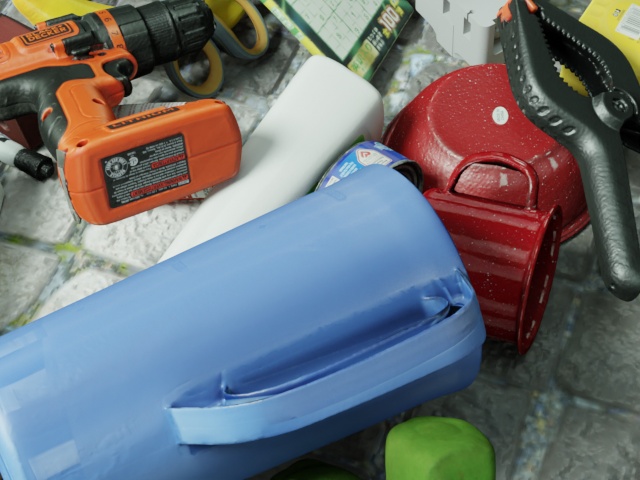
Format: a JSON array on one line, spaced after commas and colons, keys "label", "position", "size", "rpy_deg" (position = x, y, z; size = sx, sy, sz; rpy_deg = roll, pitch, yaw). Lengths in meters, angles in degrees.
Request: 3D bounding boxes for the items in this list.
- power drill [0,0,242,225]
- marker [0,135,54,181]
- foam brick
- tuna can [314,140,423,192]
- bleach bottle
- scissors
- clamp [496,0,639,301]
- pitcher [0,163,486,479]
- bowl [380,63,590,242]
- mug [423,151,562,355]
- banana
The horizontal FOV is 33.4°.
[{"label": "power drill", "position": [-0.123, -0.092, 0.676], "size": [0.184, 0.057, 0.188], "rpy_deg": [-23, 39, -20]}, {"label": "marker", "position": [-0.245, -0.072, 0.784], "size": [0.121, 0.020, 0.020], "rpy_deg": [24, 61, 20]}, {"label": "foam brick", "position": [-0.221, -0.114, 0.776], "size": [0.053, 0.078, 0.051], "rpy_deg": [29, 63, 25]}, {"label": "tuna can", "position": [0.027, -0.020, 0.682], "size": [0.034, 0.086, 0.086], "rpy_deg": [32, 64, 25]}, {"label": "bleach bottle", "position": [-0.054, 0.001, 0.679], "size": [0.068, 0.102, 0.250], "rpy_deg": [34, 70, 10]}, {"label": "scissors", "position": [-0.121, -0.177, 0.765], "size": [0.016, 0.201, 0.096], "rpy_deg": [15, 77, 55]}, {"label": "clamp", "position": [0.177, -0.069, 0.675], "size": [0.164, 0.036, 0.210], "rpy_deg": [-36, 82, -36]}, {"label": "pitcher", "position": [-0.044, 0.062, 0.537], "size": [0.242, 0.149, 0.145], "rpy_deg": [-23, 61, -20]}, {"label": "bowl", "position": [0.118, -0.069, 0.727], "size": [0.162, 0.055, 0.162], "rpy_deg": [-2, 56, 3]}, {"label": "mug", "position": [0.097, 0.003, 0.647], "size": [0.082, 0.117, 0.093], "rpy_deg": [14, 18, 20]}, {"label": "banana", "position": [-0.131, -0.169, 0.799], "size": [0.197, 0.070, 0.037], "rpy_deg": [-16, 28, -28]}]
